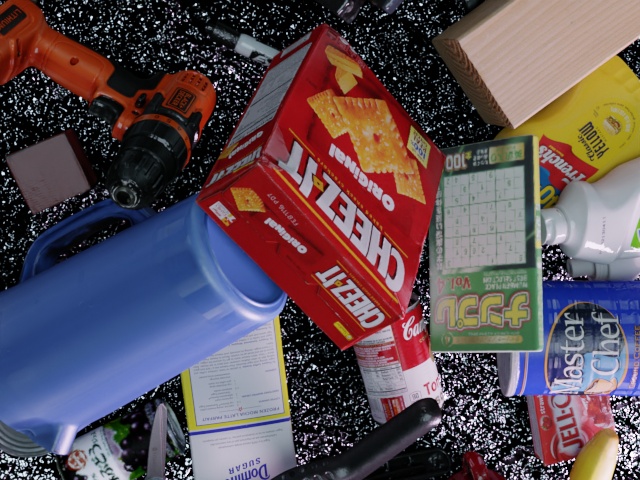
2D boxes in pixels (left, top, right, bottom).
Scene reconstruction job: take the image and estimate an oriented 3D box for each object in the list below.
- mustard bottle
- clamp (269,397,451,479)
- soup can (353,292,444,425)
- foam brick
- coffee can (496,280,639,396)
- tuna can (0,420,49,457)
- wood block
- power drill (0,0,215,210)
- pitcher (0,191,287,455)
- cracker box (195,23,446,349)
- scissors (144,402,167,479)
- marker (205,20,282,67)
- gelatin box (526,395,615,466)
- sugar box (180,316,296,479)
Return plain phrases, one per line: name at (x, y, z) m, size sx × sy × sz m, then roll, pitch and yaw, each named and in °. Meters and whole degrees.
mustard bottle at (0.202, -0.071, 0.934) m, size 0.191 × 0.058 × 0.096 m, roll -39°, pitch 110°, yaw 2°
clamp at (0.022, 0.210, 0.933) m, size 0.210 × 0.164 × 0.036 m, roll -26°, pitch 60°, yaw 4°
soup can at (0.066, 0.105, 0.943) m, size 0.068 × 0.068 × 0.102 m, roll -16°, pitch 102°, yaw -4°
foam brick at (-0.218, -0.058, 0.875) m, size 0.053 × 0.078 × 0.051 m, roll -23°, pitch 100°, yaw -3°
coffee can at (0.229, 0.085, 0.931) m, size 0.140 × 0.103 × 0.103 m, roll 0°, pitch 100°, yaw 3°
tuna can at (-0.252, 0.142, 0.929) m, size 0.086 × 0.034 × 0.086 m, roll -1°, pitch 100°, yaw -7°
wood block at (0.209, -0.193, 0.897) m, size 0.206 × 0.090 × 0.091 m, roll -37°, pitch 102°, yaw 0°
power drill at (-0.184, -0.108, 0.829) m, size 0.187 × 0.184 × 0.057 m, roll 27°, pitch 122°, yaw -5°
pitcher at (-0.150, 0.047, 0.832) m, size 0.243 × 0.144 × 0.149 m, roll -28°, pitch 105°, yaw 28°
cracker box at (0.012, -0.049, 0.828) m, size 0.072 × 0.213 × 0.164 m, roll -30°, pitch 114°, yaw 33°
scissors at (-0.128, 0.220, 0.931) m, size 0.096 × 0.016 × 0.202 m, roll 14°, pitch 122°, yaw -22°
marker at (-0.041, -0.156, 0.909) m, size 0.121 × 0.020 × 0.020 m, roll 24°, pitch 96°, yaw -10°
gelatin box at (0.232, 0.158, 0.993) m, size 0.073 × 0.030 × 0.089 m, roll -11°, pitch 101°, yaw -5°
sugar box at (-0.075, 0.135, 0.944) m, size 0.093 × 0.048 × 0.176 m, roll -7°, pitch 104°, yaw -7°
